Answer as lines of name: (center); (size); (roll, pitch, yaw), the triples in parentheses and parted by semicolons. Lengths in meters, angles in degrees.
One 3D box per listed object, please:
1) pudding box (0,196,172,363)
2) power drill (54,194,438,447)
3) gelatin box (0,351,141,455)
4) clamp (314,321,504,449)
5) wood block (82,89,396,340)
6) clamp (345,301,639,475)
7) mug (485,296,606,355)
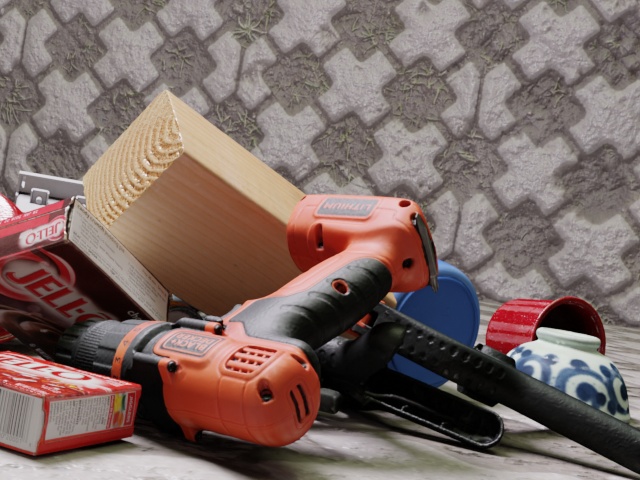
pudding box: (-0.157, 0.028, 0.650); (0.090, 0.039, 0.113); (-15, -38, 21)
power drill: (-0.036, 0.039, 0.600); (0.185, 0.057, 0.187); (7, 35, 41)
gelatin box: (-0.144, 0.075, 0.511); (0.089, 0.030, 0.073); (10, 1, 26)
clamp: (0.023, 0.080, 0.676); (0.172, 0.039, 0.120); (6, -38, 42)
wood block: (-0.055, 0.000, 0.750); (0.205, 0.091, 0.090); (36, 18, -33)
clamp: (0.117, 0.092, 0.700); (0.210, 0.036, 0.165); (26, -3, -13)
mug: (0.224, 0.107, 1.045); (0.117, 0.093, 0.082); (43, -18, -22)
